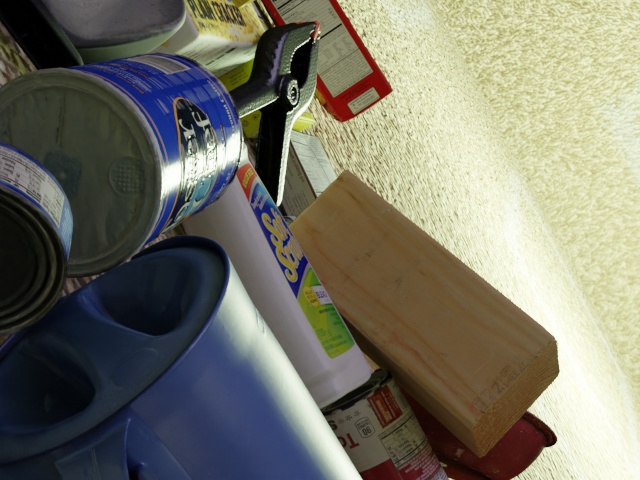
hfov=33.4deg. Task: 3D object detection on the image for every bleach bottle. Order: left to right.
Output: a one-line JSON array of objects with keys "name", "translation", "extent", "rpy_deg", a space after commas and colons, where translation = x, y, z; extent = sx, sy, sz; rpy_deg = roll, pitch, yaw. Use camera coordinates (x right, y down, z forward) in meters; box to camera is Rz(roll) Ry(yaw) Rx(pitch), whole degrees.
[{"name": "bleach bottle", "translation": [-0.055, 0.001, 0.738], "extent": [0.251, 0.068, 0.102], "rpy_deg": [62, 17, 6]}]

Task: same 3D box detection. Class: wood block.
[{"name": "wood block", "translation": [0.070, 0.053, 0.798], "extent": [0.206, 0.090, 0.090], "rpy_deg": [41, -9, 27]}]

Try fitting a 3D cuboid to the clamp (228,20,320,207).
[{"name": "clamp", "translation": [-0.036, -0.109, 0.877], "extent": [0.120, 0.039, 0.171], "rpy_deg": [76, 33, -44]}]

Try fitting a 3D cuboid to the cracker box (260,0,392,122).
[{"name": "cracker box", "translation": [-0.021, -0.239, 1.118], "extent": [0.213, 0.072, 0.164], "rpy_deg": [55, 4, -22]}]

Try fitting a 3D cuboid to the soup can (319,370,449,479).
[{"name": "soup can", "translation": [0.046, 0.155, 0.784], "extent": [0.102, 0.069, 0.068], "rpy_deg": [62, 18, -2]}]

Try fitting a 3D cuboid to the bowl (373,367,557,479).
[{"name": "bowl", "translation": [0.110, 0.162, 0.886], "extent": [0.162, 0.162, 0.055], "rpy_deg": [44, 62, -46]}]

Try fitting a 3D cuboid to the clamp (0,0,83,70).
[{"name": "clamp", "translation": [-0.218, -0.186, 0.587], "extent": [0.210, 0.036, 0.164], "rpy_deg": [64, 17, 13]}]

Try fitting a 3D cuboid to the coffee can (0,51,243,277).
[{"name": "coffee can", "translation": [-0.110, -0.047, 0.579], "extent": [0.103, 0.103, 0.140], "rpy_deg": [61, 17, -6]}]

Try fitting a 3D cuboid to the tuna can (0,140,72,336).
[{"name": "tuna can", "translation": [-0.146, -0.001, 0.440], "extent": [0.086, 0.086, 0.034], "rpy_deg": [50, 20, -34]}]

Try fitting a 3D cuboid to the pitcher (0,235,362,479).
[{"name": "pitcher", "translation": [-0.040, 0.132, 0.484], "extent": [0.149, 0.145, 0.242], "rpy_deg": [-53, 123, -36]}]

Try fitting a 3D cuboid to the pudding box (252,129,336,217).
[{"name": "pudding box", "translation": [-0.010, -0.044, 0.968], "extent": [0.113, 0.039, 0.090], "rpy_deg": [64, 18, 9]}]
